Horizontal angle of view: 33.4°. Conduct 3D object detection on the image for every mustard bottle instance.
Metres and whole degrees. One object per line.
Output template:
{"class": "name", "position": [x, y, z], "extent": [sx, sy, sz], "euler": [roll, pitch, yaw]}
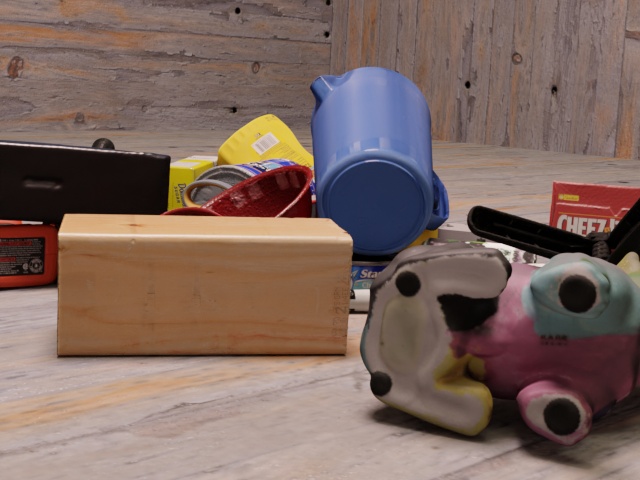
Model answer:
{"class": "mustard bottle", "position": [-0.028, -0.062, 1.277], "extent": [0.192, 0.058, 0.096], "euler": [43, 58, 15]}

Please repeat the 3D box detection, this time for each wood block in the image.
{"class": "wood block", "position": [-0.087, 0.031, 0.793], "extent": [0.206, 0.090, 0.091], "euler": [1, 10, -10]}

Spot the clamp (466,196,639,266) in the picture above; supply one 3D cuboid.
{"class": "clamp", "position": [0.246, 0.010, 0.904], "extent": [0.165, 0.036, 0.209], "euler": [-8, -27, 42]}

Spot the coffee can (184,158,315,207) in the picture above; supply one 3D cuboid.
{"class": "coffee can", "position": [-0.072, -0.035, 1.172], "extent": [0.103, 0.103, 0.140], "euler": [6, 9, 21]}

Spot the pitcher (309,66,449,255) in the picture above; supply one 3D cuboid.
{"class": "pitcher", "position": [0.061, -0.074, 1.075], "extent": [0.149, 0.145, 0.242], "euler": [-1, 25, 2]}

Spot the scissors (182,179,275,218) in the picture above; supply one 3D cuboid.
{"class": "scissors", "position": [-0.057, 0.001, 1.085], "extent": [0.202, 0.096, 0.016], "euler": [24, 12, 15]}

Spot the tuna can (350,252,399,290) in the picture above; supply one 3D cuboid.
{"class": "tuna can", "position": [0.036, 0.029, 1.015], "extent": [0.086, 0.034, 0.086], "euler": [3, 9, -1]}

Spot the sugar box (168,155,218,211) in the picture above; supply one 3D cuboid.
{"class": "sugar box", "position": [-0.151, -0.049, 1.266], "extent": [0.048, 0.093, 0.176], "euler": [4, 10, 7]}

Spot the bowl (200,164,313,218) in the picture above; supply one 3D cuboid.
{"class": "bowl", "position": [-0.067, -0.006, 1.015], "extent": [0.162, 0.055, 0.162], "euler": [-26, 21, 10]}

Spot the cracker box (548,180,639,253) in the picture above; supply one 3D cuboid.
{"class": "cracker box", "position": [0.316, -0.005, 1.052], "extent": [0.164, 0.072, 0.213], "euler": [5, -4, 17]}

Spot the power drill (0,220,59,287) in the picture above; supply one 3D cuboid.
{"class": "power drill", "position": [-0.343, 0.002, 1.003], "extent": [0.184, 0.057, 0.188], "euler": [-5, 12, -38]}
